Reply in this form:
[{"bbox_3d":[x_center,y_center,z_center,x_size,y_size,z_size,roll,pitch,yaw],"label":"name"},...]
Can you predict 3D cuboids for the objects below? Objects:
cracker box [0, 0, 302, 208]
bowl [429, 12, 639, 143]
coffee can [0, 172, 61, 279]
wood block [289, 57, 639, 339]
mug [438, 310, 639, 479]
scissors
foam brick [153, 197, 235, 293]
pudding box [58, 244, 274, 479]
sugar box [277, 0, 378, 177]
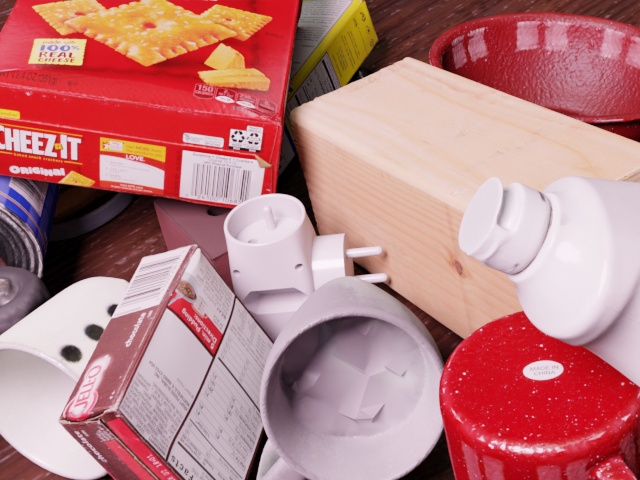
[{"bbox_3d":[-0.097,-0.118,0.646,0.164,0.072,0.213,8,42,-3],"label":"cracker box"},{"bbox_3d":[0.146,-0.087,0.656,0.162,0.055,0.162,1,33,-1],"label":"bowl"},{"bbox_3d":[-0.210,-0.038,0.655,0.103,0.103,0.140,-9,43,6],"label":"coffee can"},{"bbox_3d":[0.077,-0.019,0.556,0.090,0.091,0.206,-27,32,-19],"label":"wood block"},{"bbox_3d":[0.097,0.088,0.422,0.093,0.081,0.117,-23,37,-9],"label":"mug"},{"bbox_3d":[-0.222,-0.004,0.713,0.201,0.016,0.096,-26,40,-16],"label":"scissors"},{"bbox_3d":[-0.054,0.001,0.626,0.053,0.051,0.078,-29,40,-20],"label":"foam brick"},{"bbox_3d":[-0.065,0.070,0.508,0.039,0.090,0.113,-16,33,30],"label":"pudding box"},{"bbox_3d":[-0.039,-0.104,0.745,0.093,0.048,0.176,5,48,34],"label":"sugar box"}]
